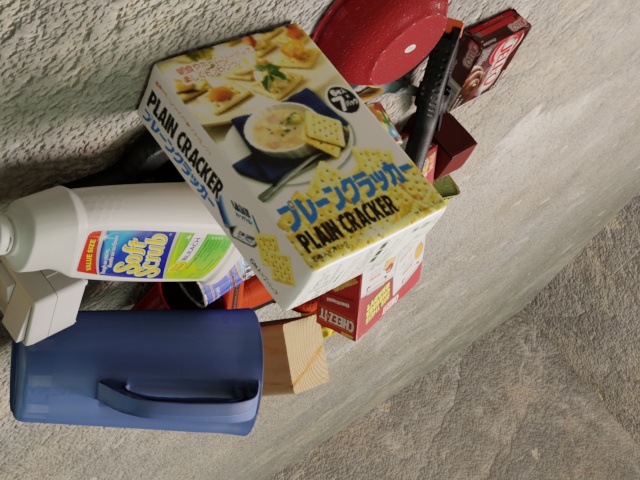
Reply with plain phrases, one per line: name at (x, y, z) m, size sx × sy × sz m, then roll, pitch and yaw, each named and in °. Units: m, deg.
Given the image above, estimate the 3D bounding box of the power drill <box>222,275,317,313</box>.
power drill at (-0.056, 0.026, 1.301) m, size 0.187 × 0.057 × 0.184 m, roll -16°, pitch 129°, yaw -39°

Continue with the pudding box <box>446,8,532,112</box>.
pudding box at (0.189, -0.213, 1.263) m, size 0.089 × 0.039 × 0.114 m, roll -29°, pitch 162°, yaw -32°

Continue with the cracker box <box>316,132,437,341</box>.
cracker box at (0.067, -0.008, 1.328) m, size 0.163 × 0.072 × 0.214 m, roll -39°, pitch 143°, yaw -44°

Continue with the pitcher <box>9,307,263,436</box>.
pitcher at (-0.181, 0.132, 1.065) m, size 0.242 × 0.145 × 0.149 m, roll 3°, pitch 151°, yaw -19°

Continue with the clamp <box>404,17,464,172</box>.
clamp at (0.121, -0.148, 1.178) m, size 0.210 × 0.036 × 0.164 m, roll 98°, pitch 10°, yaw -50°

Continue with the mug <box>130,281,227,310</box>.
mug at (-0.159, 0.093, 1.217) m, size 0.082 × 0.117 × 0.093 m, roll -43°, pitch 176°, yaw 35°

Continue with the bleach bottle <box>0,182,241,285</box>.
bleach bottle at (-0.172, -0.003, 0.888) m, size 0.250 × 0.068 × 0.103 m, roll -3°, pitch 144°, yaw -47°

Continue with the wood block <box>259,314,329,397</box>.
wood block at (-0.104, 0.157, 1.388) m, size 0.206 × 0.090 × 0.090 m, roll -10°, pitch 179°, yaw 30°

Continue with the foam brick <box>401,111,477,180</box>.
foam brick at (0.149, -0.125, 1.349) m, size 0.052 × 0.078 × 0.051 m, roll -27°, pitch 160°, yaw -35°

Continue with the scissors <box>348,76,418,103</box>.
scissors at (0.094, -0.183, 1.174) m, size 0.201 × 0.016 × 0.096 m, roll -17°, pitch 156°, yaw -53°

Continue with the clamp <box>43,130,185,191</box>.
clamp at (-0.164, -0.047, 0.941) m, size 0.171 × 0.039 × 0.120 m, roll -31°, pitch 164°, yaw -12°

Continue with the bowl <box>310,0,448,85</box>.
bowl at (0.066, -0.197, 1.003) m, size 0.162 × 0.055 × 0.162 m, roll -36°, pitch 164°, yaw -12°
